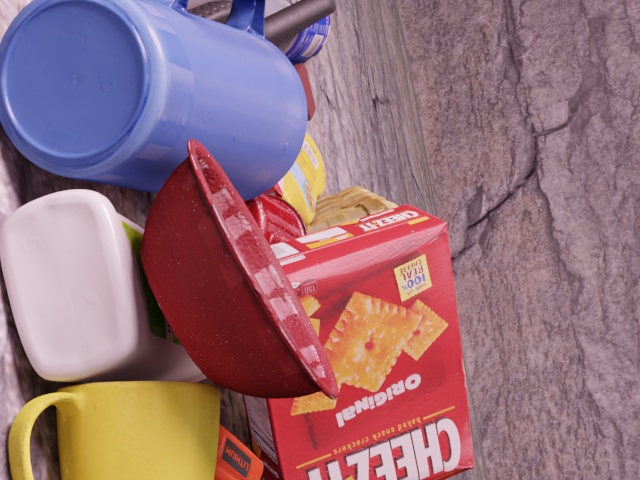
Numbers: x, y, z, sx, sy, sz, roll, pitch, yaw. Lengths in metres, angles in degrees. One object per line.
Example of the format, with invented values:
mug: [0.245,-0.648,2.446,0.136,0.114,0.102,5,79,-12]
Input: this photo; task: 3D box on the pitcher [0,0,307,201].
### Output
pitcher: [-0.100,-0.101,0.692,0.149,0.145,0.242,65,14,5]

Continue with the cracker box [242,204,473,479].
cracker box: [0.025,0.098,0.812,0.072,0.164,0.214,31,-46,61]

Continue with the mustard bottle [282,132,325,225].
mustard bottle: [-0.040,-0.059,1.098,0.096,0.058,0.191,61,16,-16]

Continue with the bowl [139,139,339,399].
bowl: [-0.052,0.027,0.584,0.162,0.055,0.162,60,3,-6]

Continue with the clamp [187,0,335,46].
clamp: [-0.069,-0.169,0.952,0.209,0.036,0.164,15,104,-58]

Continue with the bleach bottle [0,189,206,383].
bleach bottle: [-0.109,0.040,0.672,0.250,0.068,0.102,35,39,-77]
